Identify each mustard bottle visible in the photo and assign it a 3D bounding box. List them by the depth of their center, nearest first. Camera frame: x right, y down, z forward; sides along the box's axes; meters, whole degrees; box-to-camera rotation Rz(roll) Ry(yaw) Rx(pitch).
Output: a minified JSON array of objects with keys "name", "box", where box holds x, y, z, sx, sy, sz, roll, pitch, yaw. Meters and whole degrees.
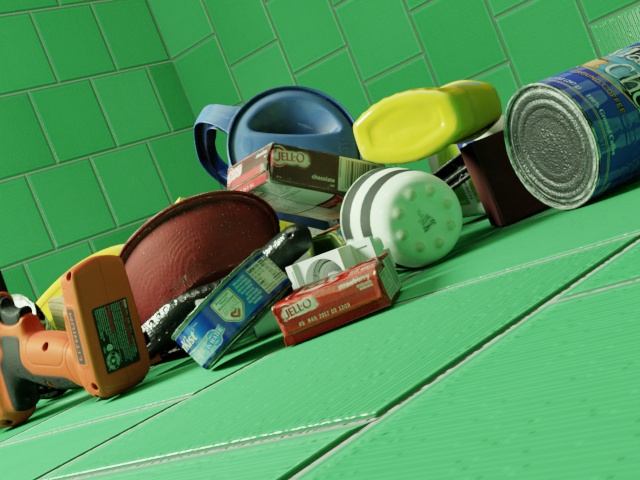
[{"name":"mustard bottle","box":[0.108,-0.109,0.945,0.096,0.058,0.191,-17,4,28]}]

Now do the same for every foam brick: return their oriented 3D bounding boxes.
[{"name":"foam brick","box":[0.164,-0.057,0.933,0.053,0.078,0.051,-22,-1,-3]}]

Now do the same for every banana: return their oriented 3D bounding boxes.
[{"name":"banana","box":[-0.263,0.069,1.128,0.198,0.037,0.069,-51,-43,9]}]

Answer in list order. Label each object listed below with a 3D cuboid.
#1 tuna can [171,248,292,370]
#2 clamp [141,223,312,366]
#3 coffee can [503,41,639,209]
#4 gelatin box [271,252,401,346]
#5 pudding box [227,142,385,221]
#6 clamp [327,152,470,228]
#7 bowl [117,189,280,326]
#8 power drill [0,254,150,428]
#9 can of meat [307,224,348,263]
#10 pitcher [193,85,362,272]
[{"name":"tuna can","box":[-0.059,0.047,0.723,0.086,0.034,0.086,-45,-2,-3]},{"name":"clamp","box":[-0.070,0.054,0.864,0.171,0.039,0.120,-29,-31,2]},{"name":"coffee can","box":[0.232,-0.095,0.846,0.140,0.103,0.103,-23,2,-26]},{"name":"gelatin box","box":[0.012,0.037,0.706,0.073,0.030,0.089,-22,1,11]},{"name":"pudding box","box":[-0.014,-0.049,0.929,0.113,0.039,0.090,11,-15,-26]},{"name":"clamp","box":[0.074,-0.027,1.089,0.164,0.036,0.210,-22,-12,-12]},{"name":"bowl","box":[-0.094,0.036,0.904,0.162,0.055,0.162,-21,-38,-18]},{"name":"power drill","box":[-0.227,0.058,0.844,0.188,0.184,0.057,-8,11,40]},{"name":"can of meat","box":[0.043,0.004,0.937,0.083,0.057,0.102,-25,3,-18]},{"name":"pitcher","box":[-0.047,-0.057,1.139,0.145,0.149,0.243,-19,-17,-14]}]
